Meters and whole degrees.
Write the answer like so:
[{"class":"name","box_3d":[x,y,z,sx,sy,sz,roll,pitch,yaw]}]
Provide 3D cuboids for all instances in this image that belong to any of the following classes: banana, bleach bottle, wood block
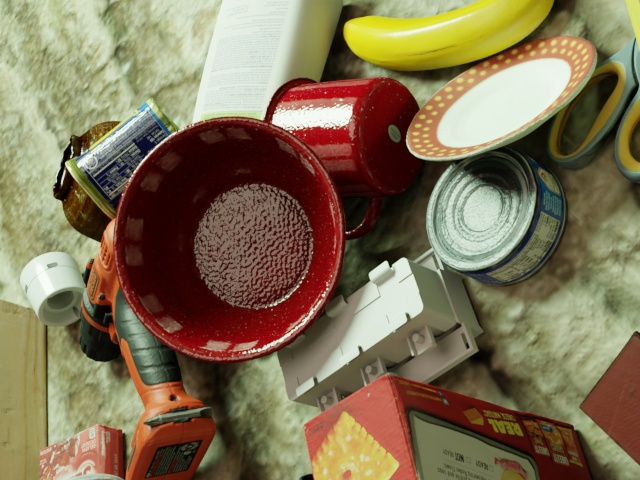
[{"class":"banana","box_3d":[0.087,-0.149,0.750,0.198,0.037,0.069,-8,41,40]},{"class":"bleach bottle","box_3d":[-0.059,-0.090,0.816,0.103,0.068,0.250,0,64,36]},{"class":"wood block","box_3d":[-0.314,0.164,0.983,0.091,0.090,0.206,-29,55,33]}]

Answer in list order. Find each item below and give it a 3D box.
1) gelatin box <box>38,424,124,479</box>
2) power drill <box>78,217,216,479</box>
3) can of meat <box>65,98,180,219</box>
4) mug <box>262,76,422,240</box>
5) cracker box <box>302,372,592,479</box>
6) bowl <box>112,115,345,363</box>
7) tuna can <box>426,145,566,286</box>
[{"class":"gelatin box","box_3d":[-0.202,0.202,0.898,0.089,0.030,0.073,-27,57,36]},{"class":"power drill","box_3d":[-0.145,0.099,0.837,0.188,0.057,0.185,66,151,29]},{"class":"can of meat","box_3d":[-0.150,-0.068,0.853,0.084,0.057,0.102,-39,10,-1]},{"class":"mug","box_3d":[0.019,-0.059,0.745,0.082,0.093,0.117,1,89,40]},{"class":"cracker box","box_3d":[0.086,0.185,0.518,0.072,0.163,0.214,-36,51,32]},{"class":"bowl","box_3d":[-0.055,0.001,0.716,0.162,0.055,0.162,-2,84,16]},{"class":"tuna can","box_3d":[0.109,-0.016,0.671,0.086,0.033,0.086,-19,61,39]}]
